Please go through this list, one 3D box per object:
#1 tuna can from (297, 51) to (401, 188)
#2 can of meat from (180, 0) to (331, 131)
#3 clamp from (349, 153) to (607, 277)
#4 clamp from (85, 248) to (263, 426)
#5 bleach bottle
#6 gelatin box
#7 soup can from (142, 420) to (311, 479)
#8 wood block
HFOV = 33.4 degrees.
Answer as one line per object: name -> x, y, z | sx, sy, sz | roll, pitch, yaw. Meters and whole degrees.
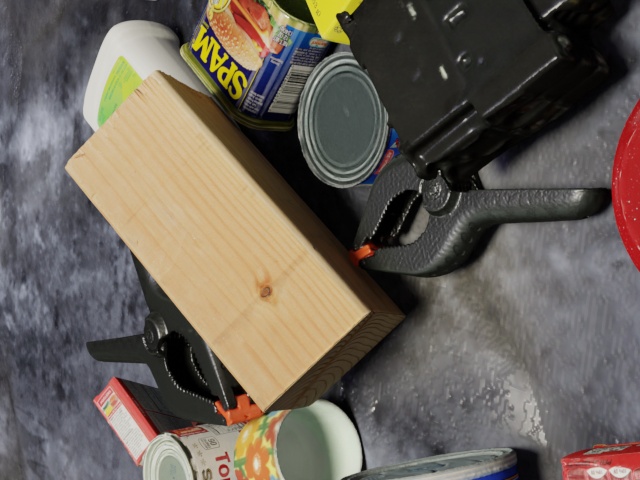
tuna can -> 0.025, -0.077, 0.682 | 0.086, 0.033, 0.086 | 5, 97, 49
can of meat -> -0.042, -0.139, 0.739 | 0.102, 0.057, 0.084 | 52, 126, 32
clamp -> 0.084, -0.024, 0.615 | 0.172, 0.039, 0.120 | -51, 50, 35
clamp -> -0.112, 0.071, 0.770 | 0.210, 0.036, 0.165 | 47, 132, 36
bleach bottle -> -0.088, -0.057, 0.797 | 0.251, 0.067, 0.103 | 48, 125, 33
gelatin box -> -0.124, 0.147, 0.832 | 0.030, 0.089, 0.073 | -50, 54, 8
soup can -> -0.065, 0.161, 0.754 | 0.069, 0.102, 0.068 | 5, 96, 49
wood block -> -0.055, 0.001, 0.681 | 0.091, 0.090, 0.206 | -44, 73, 10
